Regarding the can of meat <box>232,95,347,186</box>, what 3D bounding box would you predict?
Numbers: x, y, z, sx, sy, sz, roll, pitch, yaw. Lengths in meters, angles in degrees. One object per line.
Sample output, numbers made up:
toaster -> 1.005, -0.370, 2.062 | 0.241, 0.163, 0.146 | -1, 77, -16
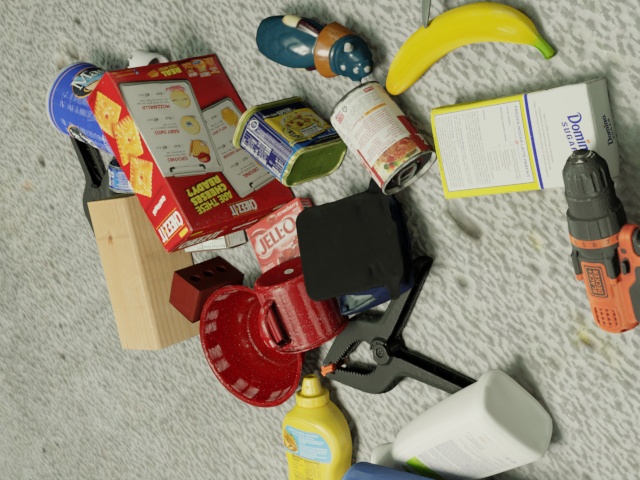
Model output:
can of meat -> -0.031, -0.110, 1.186 | 0.084, 0.101, 0.057 | 42, 128, 24

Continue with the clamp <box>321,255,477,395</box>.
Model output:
clamp -> 0.084, 0.129, 1.200 | 0.210, 0.036, 0.164 | -34, 79, 41

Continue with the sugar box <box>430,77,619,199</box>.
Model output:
sugar box -> 0.192, -0.094, 1.014 | 0.177, 0.048, 0.093 | -4, 101, 41

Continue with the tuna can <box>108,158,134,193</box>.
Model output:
tuna can -> -0.236, -0.088, 1.405 | 0.086, 0.085, 0.034 | 14, 112, 41

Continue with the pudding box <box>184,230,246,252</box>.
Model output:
pudding box -> -0.146, -0.043, 1.366 | 0.090, 0.039, 0.113 | -5, 102, 45

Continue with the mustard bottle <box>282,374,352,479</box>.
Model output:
mustard bottle -> -0.003, 0.257, 1.315 | 0.096, 0.058, 0.191 | 8, 110, 44

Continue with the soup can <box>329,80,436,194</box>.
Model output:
soup can -> 0.064, -0.108, 1.117 | 0.102, 0.068, 0.069 | 54, 134, 17

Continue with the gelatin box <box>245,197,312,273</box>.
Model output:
gelatin box -> -0.039, 0.001, 1.263 | 0.089, 0.030, 0.073 | -30, 75, 31

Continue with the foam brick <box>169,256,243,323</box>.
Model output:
foam brick -> -0.148, 0.062, 1.376 | 0.053, 0.078, 0.051 | 36, 128, 31

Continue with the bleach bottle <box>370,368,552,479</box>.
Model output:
bleach bottle -> 0.128, 0.223, 1.157 | 0.102, 0.068, 0.251 | 41, 138, -14

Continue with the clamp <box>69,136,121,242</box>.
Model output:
clamp -> -0.302, -0.074, 1.508 | 0.120, 0.039, 0.171 | 16, 121, 45

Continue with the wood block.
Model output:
wood block -> -0.233, 0.037, 1.442 | 0.091, 0.090, 0.206 | -3, 102, 46

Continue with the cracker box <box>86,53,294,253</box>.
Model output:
cracker box -> -0.154, -0.106, 1.262 | 0.072, 0.163, 0.214 | -39, 75, 46

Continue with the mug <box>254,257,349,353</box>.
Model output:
mug -> -0.031, 0.076, 1.200 | 0.093, 0.117, 0.081 | -6, 113, 42

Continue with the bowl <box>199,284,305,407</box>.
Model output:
bowl -> -0.074, 0.124, 1.333 | 0.162, 0.055, 0.162 | 15, 115, 33

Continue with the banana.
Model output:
banana -> 0.132, -0.191, 1.043 | 0.198, 0.037, 0.069 | -6, 98, 45

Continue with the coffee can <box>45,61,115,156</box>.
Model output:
coffee can -> -0.280, -0.170, 1.406 | 0.140, 0.102, 0.103 | 24, 120, 37
